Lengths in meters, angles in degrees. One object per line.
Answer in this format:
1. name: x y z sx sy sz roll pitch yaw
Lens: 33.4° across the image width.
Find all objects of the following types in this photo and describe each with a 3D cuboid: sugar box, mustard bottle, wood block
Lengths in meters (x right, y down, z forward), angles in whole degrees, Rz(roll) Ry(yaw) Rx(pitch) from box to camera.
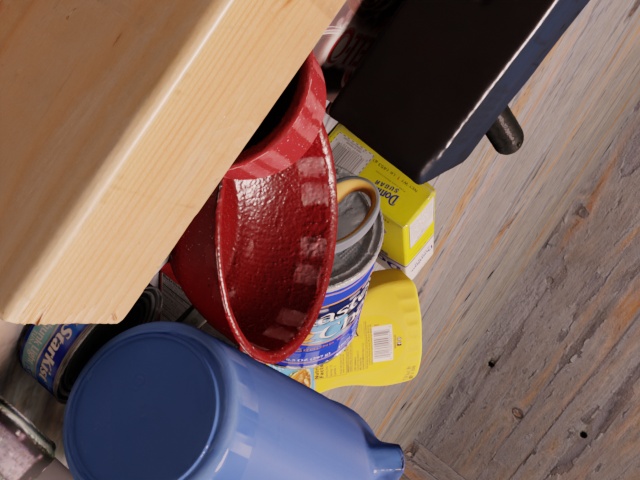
1. sugar box: 0.046 -0.024 0.875 0.048 0.093 0.176 -49 165 -11
2. mustard bottle: -0.015 0.084 0.876 0.191 0.058 0.096 -9 115 -14
3. wood block: -0.069 -0.076 0.408 0.206 0.090 0.090 -54 164 6

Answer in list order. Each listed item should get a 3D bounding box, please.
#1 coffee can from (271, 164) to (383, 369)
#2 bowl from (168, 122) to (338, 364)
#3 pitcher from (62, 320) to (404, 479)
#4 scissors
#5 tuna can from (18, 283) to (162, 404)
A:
1. coffee can: -0.014 0.021 0.778 0.102 0.103 0.140 -46 164 -25
2. bowl: -0.044 -0.011 0.624 0.162 0.055 0.162 4 90 -67
3. pitcher: -0.063 0.138 0.668 0.149 0.145 0.242 -54 150 -6
4. scissors: -0.055 0.001 0.693 0.201 0.096 0.016 -28 161 -17
5. tuna can: -0.133 0.052 0.620 0.086 0.034 0.086 -48 165 -18
